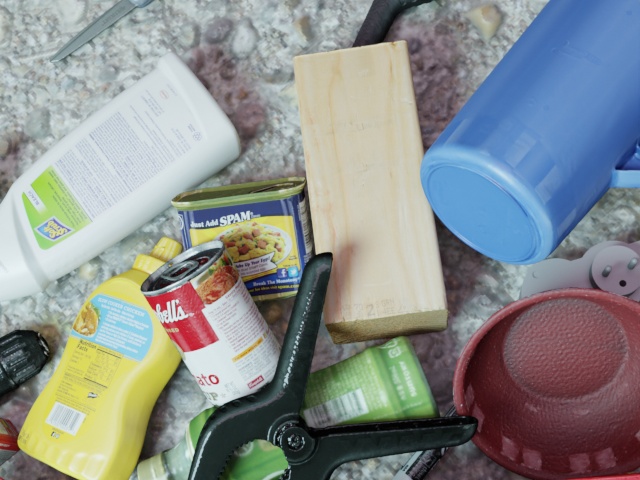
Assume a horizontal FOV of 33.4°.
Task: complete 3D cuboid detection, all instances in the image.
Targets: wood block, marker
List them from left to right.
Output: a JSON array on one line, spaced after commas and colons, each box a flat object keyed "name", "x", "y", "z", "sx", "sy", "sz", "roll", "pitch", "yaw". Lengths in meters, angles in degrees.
[{"name": "wood block", "x": 0.038, "y": -0.034, "z": 0.809, "sx": 0.090, "sy": 0.091, "sz": 0.206, "roll": -8, "pitch": 74, "yaw": 4}, {"name": "marker", "x": 0.095, "y": 0.141, "z": 0.792, "sx": 0.020, "sy": 0.020, "sz": 0.121, "roll": 38, "pitch": 83, "yaw": 15}]

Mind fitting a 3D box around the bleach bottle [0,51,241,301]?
[{"name": "bleach bottle", "x": -0.189, "y": -0.039, "z": 0.836, "sx": 0.250, "sy": 0.068, "sz": 0.102, "roll": -35, "pitch": 74, "yaw": -11}]

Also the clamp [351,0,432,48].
[{"name": "clamp", "x": 0.046, "y": -0.222, "z": 0.886, "sx": 0.171, "sy": 0.039, "sz": 0.120, "roll": -42, "pitch": 78, "yaw": -11}]

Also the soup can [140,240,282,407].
[{"name": "soup can", "x": -0.075, "y": 0.060, "z": 0.767, "sx": 0.068, "sy": 0.068, "sz": 0.102, "roll": -29, "pitch": 107, "yaw": -1}]

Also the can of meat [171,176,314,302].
[{"name": "can of meat", "x": -0.055, "y": 0.001, "z": 0.815, "sx": 0.102, "sy": 0.057, "sz": 0.084, "roll": -7, "pitch": 102, "yaw": 6}]

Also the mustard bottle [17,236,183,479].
[{"name": "mustard bottle", "x": -0.152, "y": 0.086, "z": 0.815, "sx": 0.096, "sy": 0.058, "sz": 0.191, "roll": 14, "pitch": 75, "yaw": 35}]

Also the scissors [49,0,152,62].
[{"name": "scissors", "x": -0.135, "y": -0.206, "z": 0.916, "sx": 0.096, "sy": 0.016, "sz": 0.201, "roll": 35, "pitch": 82, "yaw": 15}]

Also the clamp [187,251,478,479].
[{"name": "clamp", "x": -0.007, "y": 0.136, "z": 0.726, "sx": 0.164, "sy": 0.036, "sz": 0.210, "roll": 42, "pitch": 90, "yaw": -3}]

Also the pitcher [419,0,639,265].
[{"name": "pitcher", "x": 0.189, "y": -0.094, "z": 0.751, "sx": 0.242, "sy": 0.149, "sz": 0.145, "roll": -47, "pitch": 109, "yaw": -23}]

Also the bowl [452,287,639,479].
[{"name": "bowl", "x": 0.175, "y": 0.092, "z": 0.752, "sx": 0.162, "sy": 0.055, "sz": 0.162, "roll": 3, "pitch": 117, "yaw": 6}]
